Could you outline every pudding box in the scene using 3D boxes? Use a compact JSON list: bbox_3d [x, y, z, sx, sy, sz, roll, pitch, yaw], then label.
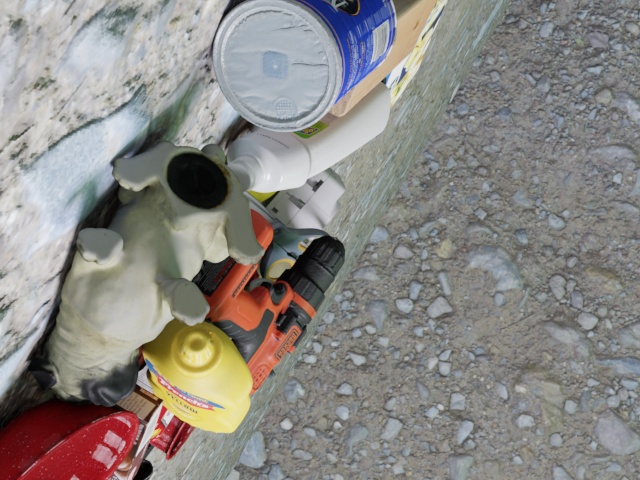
[{"bbox_3d":[-0.196,0.165,0.951,0.114,0.090,0.039,-64,173,35],"label":"pudding box"}]

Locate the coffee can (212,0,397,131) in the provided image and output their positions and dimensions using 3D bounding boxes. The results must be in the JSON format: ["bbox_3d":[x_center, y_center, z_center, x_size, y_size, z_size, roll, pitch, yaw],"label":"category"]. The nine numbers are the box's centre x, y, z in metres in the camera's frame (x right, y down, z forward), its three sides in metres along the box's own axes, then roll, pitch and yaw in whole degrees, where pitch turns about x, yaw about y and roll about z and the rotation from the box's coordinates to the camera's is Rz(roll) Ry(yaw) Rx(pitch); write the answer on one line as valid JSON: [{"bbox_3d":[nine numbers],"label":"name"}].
[{"bbox_3d":[-0.009,-0.156,0.840,0.103,0.103,0.140,-63,172,33],"label":"coffee can"}]

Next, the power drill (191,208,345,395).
[{"bbox_3d":[-0.053,0.043,0.997,0.184,0.057,0.187,-55,151,-13],"label":"power drill"}]

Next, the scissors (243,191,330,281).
[{"bbox_3d":[-0.057,0.001,1.102,0.096,0.016,0.201,-42,144,19],"label":"scissors"}]

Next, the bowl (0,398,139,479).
[{"bbox_3d":[-0.225,0.180,0.861,0.162,0.055,0.162,-41,161,-18],"label":"bowl"}]

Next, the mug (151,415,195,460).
[{"bbox_3d":[-0.182,0.192,1.208,0.093,0.081,0.117,-54,172,-35],"label":"mug"}]

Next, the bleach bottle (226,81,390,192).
[{"bbox_3d":[-0.024,-0.106,1.058,0.250,0.103,0.068,-39,143,-53],"label":"bleach bottle"}]

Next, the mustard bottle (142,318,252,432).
[{"bbox_3d":[-0.103,0.109,0.897,0.058,0.096,0.192,-55,173,-20],"label":"mustard bottle"}]
